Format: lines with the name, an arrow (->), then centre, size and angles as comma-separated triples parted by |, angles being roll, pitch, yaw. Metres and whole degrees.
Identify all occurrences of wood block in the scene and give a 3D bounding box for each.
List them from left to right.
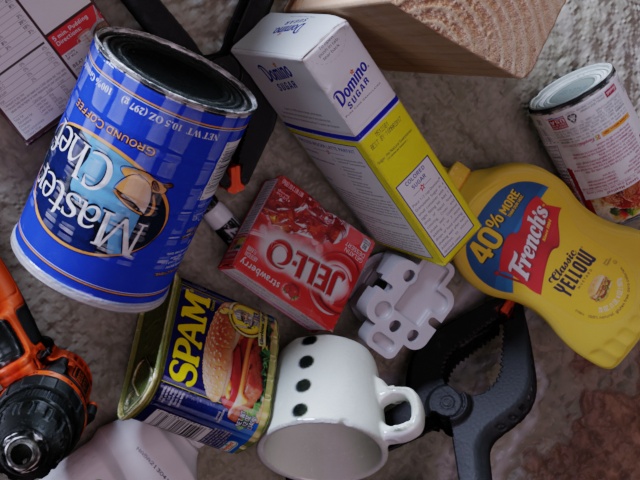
wood block -> 0.061, -0.157, 0.640 | 0.090, 0.206, 0.091 | 26, 91, -19

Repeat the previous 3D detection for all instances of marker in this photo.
marker -> -0.055, 0.001, 0.732 | 0.020, 0.020, 0.121 | -43, 108, -6

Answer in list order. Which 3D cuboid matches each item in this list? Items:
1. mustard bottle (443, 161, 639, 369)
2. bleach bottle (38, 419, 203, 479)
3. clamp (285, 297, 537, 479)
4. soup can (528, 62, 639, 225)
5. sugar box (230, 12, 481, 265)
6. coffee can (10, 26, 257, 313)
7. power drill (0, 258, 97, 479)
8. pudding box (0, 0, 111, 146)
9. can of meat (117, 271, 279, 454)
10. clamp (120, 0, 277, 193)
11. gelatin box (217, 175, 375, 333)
mustard bottle -> 0.148, 0.001, 0.751 | 0.191, 0.058, 0.096 | 33, 101, 5
bleach bottle -> -0.166, 0.207, 0.713 | 0.250, 0.068, 0.102 | -41, 111, -9
clamp -> 0.097, 0.130, 0.746 | 0.209, 0.165, 0.036 | -49, 147, -19
soup can -> 0.202, -0.068, 0.772 | 0.068, 0.069, 0.102 | -34, 106, -9
sugar box -> 0.025, -0.066, 0.687 | 0.048, 0.093, 0.176 | -44, 121, -16
coffee can -> -0.113, -0.042, 0.642 | 0.102, 0.103, 0.140 | 21, 111, -19
power drill -> -0.197, 0.043, 0.620 | 0.057, 0.184, 0.187 | -29, 97, -7
pudding box -> -0.182, -0.129, 0.661 | 0.090, 0.039, 0.113 | -37, 105, -6
can of meat -> -0.077, 0.081, 0.700 | 0.083, 0.058, 0.102 | 25, 48, -22
clamp -> -0.061, -0.120, 0.699 | 0.120, 0.039, 0.171 | -18, 110, -8
gelatin box -> -0.015, 0.010, 0.724 | 0.089, 0.030, 0.073 | 36, 69, -23
